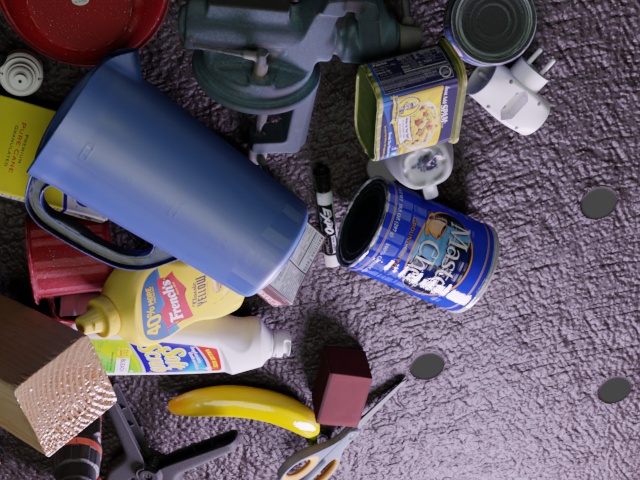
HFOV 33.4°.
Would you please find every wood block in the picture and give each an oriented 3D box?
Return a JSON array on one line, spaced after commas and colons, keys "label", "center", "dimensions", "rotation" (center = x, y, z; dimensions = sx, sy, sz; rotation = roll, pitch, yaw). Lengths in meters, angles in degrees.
[{"label": "wood block", "center": [-0.312, 0.123, 1.071], "dimensions": [0.090, 0.206, 0.090], "rotation": [-39, 129, -32]}]

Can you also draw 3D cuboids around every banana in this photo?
[{"label": "banana", "center": [-0.078, 0.203, 1.259], "dimensions": [0.197, 0.037, 0.070], "rotation": [19, 117, -19]}]

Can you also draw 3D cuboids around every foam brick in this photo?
[{"label": "foam brick", "center": [0.024, 0.170, 1.244], "dimensions": [0.051, 0.053, 0.078], "rotation": [7, 122, -12]}]

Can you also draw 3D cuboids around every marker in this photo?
[{"label": "marker", "center": [0.007, -0.026, 1.138], "dimensions": [0.020, 0.020, 0.121], "rotation": [-9, 122, -2]}]

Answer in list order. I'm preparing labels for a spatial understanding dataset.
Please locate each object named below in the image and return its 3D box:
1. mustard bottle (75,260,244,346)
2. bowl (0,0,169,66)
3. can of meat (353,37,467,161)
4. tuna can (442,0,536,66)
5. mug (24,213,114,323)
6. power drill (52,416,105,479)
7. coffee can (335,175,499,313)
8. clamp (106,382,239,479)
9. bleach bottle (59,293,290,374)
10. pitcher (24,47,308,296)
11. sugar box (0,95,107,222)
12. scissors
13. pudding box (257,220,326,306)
[{"label": "mustard bottle", "center": [-0.163, 0.054, 1.082], "dimensions": [0.191, 0.058, 0.096], "rotation": [-22, 124, -39]}, {"label": "bowl", "center": [-0.216, -0.224, 0.963], "dimensions": [0.162, 0.055, 0.162], "rotation": [-4, 122, -6]}, {"label": "can of meat", "center": [0.079, -0.123, 0.958], "dimensions": [0.084, 0.057, 0.102], "rotation": [-17, 145, -12]}, {"label": "tuna can", "center": [0.162, -0.209, 1.020], "dimensions": [0.086, 0.034, 0.086], "rotation": [-1, 99, -4]}, {"label": "mug", "center": [-0.252, 0.026, 1.085], "dimensions": [0.081, 0.093, 0.117], "rotation": [-6, 83, -10]}, {"label": "power drill", "center": [-0.271, 0.273, 1.200], "dimensions": [0.057, 0.184, 0.188], "rotation": [3, 131, -10]}, {"label": "coffee can", "center": [0.101, 0.005, 1.122], "dimensions": [0.140, 0.103, 0.103], "rotation": [23, 116, -20]}, {"label": "clamp", "center": [-0.190, 0.268, 1.268], "dimensions": [0.164, 0.036, 0.210], "rotation": [17, 125, 0]}, {"label": "bleach bottle", "center": [-0.156, 0.104, 1.166], "dimensions": [0.250, 0.068, 0.103], "rotation": [2, 139, -11]}, {"label": "pitcher", "center": [-0.142, -0.046, 0.983], "dimensions": [0.242, 0.145, 0.149], "rotation": [35, 150, -15]}, {"label": "sugar box", "center": [-0.281, -0.083, 1.024], "dimensions": [0.176, 0.048, 0.093], "rotation": [14, 83, -15]}, {"label": "scissors", "center": [0.019, 0.236, 1.289], "dimensions": [0.096, 0.016, 0.202], "rotation": [9, 124, -44]}, {"label": "pudding box", "center": [-0.057, 0.001, 1.107], "dimensions": [0.113, 0.090, 0.039], "rotation": [42, 151, -29]}]
